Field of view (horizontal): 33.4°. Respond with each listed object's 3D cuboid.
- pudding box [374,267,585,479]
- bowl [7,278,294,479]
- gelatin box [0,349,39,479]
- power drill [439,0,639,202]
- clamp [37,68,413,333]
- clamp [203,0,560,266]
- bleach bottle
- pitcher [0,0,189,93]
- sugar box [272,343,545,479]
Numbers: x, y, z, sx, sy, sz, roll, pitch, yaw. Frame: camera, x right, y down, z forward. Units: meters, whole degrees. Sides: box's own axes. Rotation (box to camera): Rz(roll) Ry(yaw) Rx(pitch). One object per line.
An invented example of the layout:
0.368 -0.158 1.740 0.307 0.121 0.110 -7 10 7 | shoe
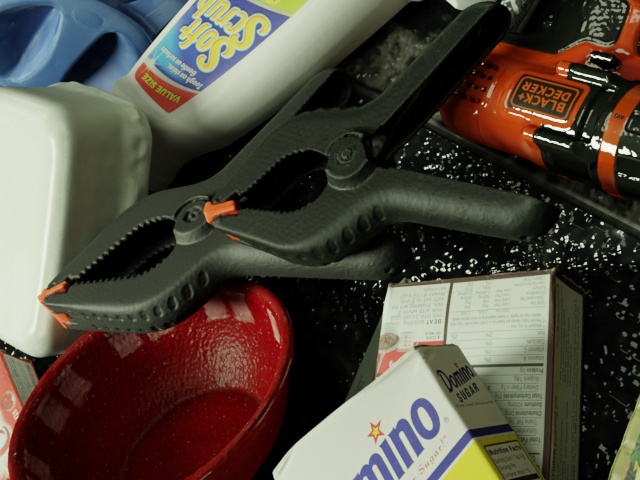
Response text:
0.069 0.072 0.481 0.090 0.039 0.113 -6 67 33 | pudding box
-0.077 0.093 0.550 0.162 0.055 0.162 -19 35 14 | bowl
-0.204 0.124 0.672 0.073 0.030 0.089 -46 49 10 | gelatin box
0.162 -0.108 0.485 0.185 0.057 0.187 24 83 39 | power drill
-0.054 0.001 0.570 0.210 0.036 0.165 -30 40 5 | clamp
0.027 -0.027 0.491 0.172 0.039 0.120 -29 51 20 | clamp
-0.054 -0.106 0.650 0.251 0.068 0.103 -42 59 19 | bleach bottle
-0.157 -0.222 0.749 0.145 0.149 0.243 118 158 -59 | pitcher
0.059 0.137 0.415 0.093 0.048 0.176 -44 66 24 | sugar box
